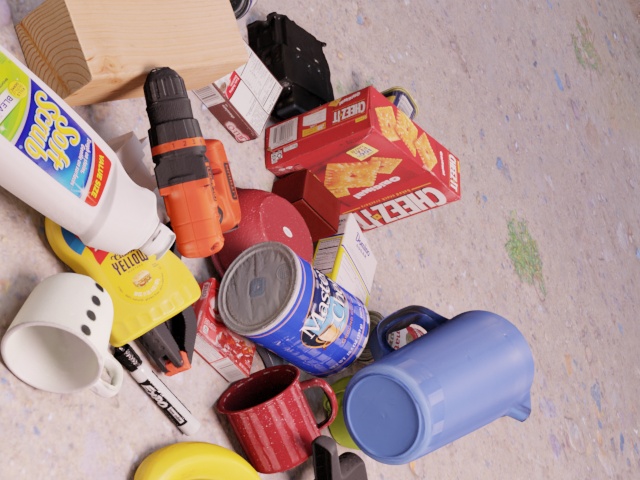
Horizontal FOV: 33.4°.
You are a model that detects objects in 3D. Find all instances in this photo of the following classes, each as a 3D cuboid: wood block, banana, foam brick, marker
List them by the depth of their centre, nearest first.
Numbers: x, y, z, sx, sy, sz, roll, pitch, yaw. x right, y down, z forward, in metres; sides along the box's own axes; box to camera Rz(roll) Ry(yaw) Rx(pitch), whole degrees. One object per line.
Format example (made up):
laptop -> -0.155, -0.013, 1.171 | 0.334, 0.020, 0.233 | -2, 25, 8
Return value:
marker -> -0.158, 0.143, 1.027 | 0.121, 0.020, 0.020 | 54, 35, -26
banana -> -0.118, 0.228, 1.030 | 0.197, 0.037, 0.069 | 9, 83, -55
wood block -> -0.184, -0.197, 1.070 | 0.205, 0.090, 0.091 | -18, 88, -47
foam brick -> -0.019, -0.041, 1.320 | 0.078, 0.053, 0.051 | 43, 40, -39

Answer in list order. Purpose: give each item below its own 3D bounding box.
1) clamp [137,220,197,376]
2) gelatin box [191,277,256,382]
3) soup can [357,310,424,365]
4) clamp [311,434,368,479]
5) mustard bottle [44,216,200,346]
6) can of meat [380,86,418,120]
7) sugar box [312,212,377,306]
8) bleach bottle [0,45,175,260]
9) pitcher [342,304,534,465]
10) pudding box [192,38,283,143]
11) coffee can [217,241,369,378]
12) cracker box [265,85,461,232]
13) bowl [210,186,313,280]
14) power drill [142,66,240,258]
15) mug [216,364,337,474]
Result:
clamp -> -0.168, 0.047, 1.049 | 0.120, 0.039, 0.171 | 12, 56, -48
gelatin box -> -0.104, 0.095, 1.128 | 0.089, 0.030, 0.073 | 49, 36, -33
soup can -> 0.086, 0.133, 1.373 | 0.102, 0.069, 0.068 | 27, 52, -48
clamp -> 0.007, 0.264, 1.135 | 0.036, 0.165, 0.209 | 30, 15, 21
mustard bottle -> -0.198, -0.005, 0.985 | 0.096, 0.058, 0.191 | -31, 89, -24
can of meat -> 0.079, -0.160, 1.496 | 0.057, 0.102, 0.083 | 54, 36, -25
sugar box -> 0.023, 0.057, 1.327 | 0.176, 0.048, 0.093 | -76, 146, -48
bleach bottle -> -0.229, -0.074, 0.920 | 0.250, 0.068, 0.102 | 38, 49, -16
pitcher -> 0.123, 0.157, 1.187 | 0.242, 0.149, 0.145 | -13, 99, -55
pudding box -> -0.102, -0.187, 1.273 | 0.113, 0.039, 0.090 | 50, 46, -34
coffee can -> -0.027, 0.075, 1.134 | 0.140, 0.103, 0.103 | 37, 44, -46
cracker box -> 0.057, -0.096, 1.362 | 0.213, 0.164, 0.072 | 33, 48, -45
bowl -> -0.058, 0.001, 1.214 | 0.162, 0.055, 0.162 | 36, 40, -38
power drill -> -0.130, -0.073, 1.075 | 0.187, 0.057, 0.184 | -2, 80, -86
mug -> -0.038, 0.183, 1.107 | 0.093, 0.117, 0.081 | -102, 169, -74
